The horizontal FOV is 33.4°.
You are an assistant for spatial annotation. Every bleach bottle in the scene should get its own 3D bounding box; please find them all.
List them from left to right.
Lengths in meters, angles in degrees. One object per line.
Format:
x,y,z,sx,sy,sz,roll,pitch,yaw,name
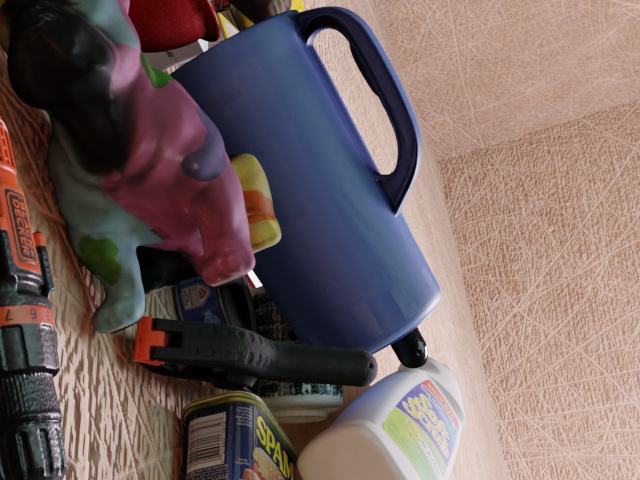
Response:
0.063,0.143,0.827,0.102,0.068,0.250,57,21,-3,bleach bottle

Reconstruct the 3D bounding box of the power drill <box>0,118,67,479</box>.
-0.160,0.013,0.394,0.187,0.057,0.184,45,26,-73,power drill

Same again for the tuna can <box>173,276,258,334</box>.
-0.077,0.049,0.795,0.086,0.034,0.086,-17,90,-79,tuna can

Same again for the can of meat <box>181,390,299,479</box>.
-0.052,0.162,0.696,0.084,0.057,0.102,-92,162,-45,can of meat

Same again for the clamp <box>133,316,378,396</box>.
-0.045,0.077,0.692,0.171,0.120,0.039,23,56,-57,clamp

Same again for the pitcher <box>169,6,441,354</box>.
-0.007,-0.039,0.770,0.243,0.144,0.149,59,-27,-4,pitcher

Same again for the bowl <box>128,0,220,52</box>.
-0.137,-0.172,0.673,0.162,0.055,0.162,46,-8,8,bowl
